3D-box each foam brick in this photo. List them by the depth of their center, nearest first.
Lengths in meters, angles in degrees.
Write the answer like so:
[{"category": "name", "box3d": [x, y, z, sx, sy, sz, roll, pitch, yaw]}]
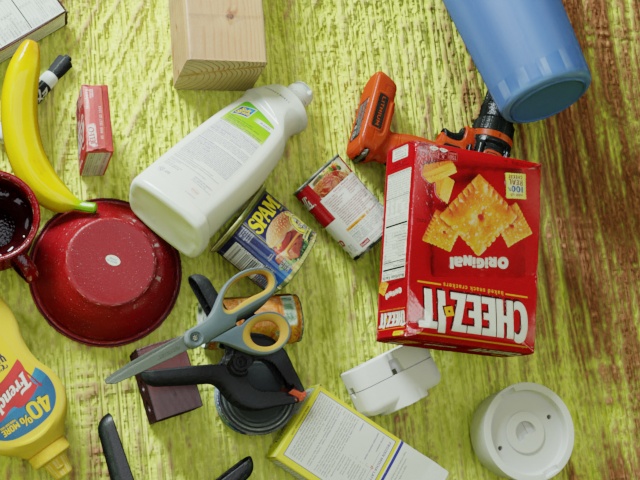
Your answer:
[{"category": "foam brick", "box3d": [-0.159, 0.143, 1.096, 0.051, 0.053, 0.078, -15, 82, -19]}]

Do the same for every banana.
[{"category": "banana", "box3d": [-0.293, -0.107, 1.102, 0.069, 0.037, 0.198, -21, 85, -10]}]

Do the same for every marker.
[{"category": "marker", "box3d": [-0.306, -0.153, 1.140, 0.020, 0.020, 0.121, 37, 70, -5]}]

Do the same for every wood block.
[{"category": "wood block", "box3d": [-0.119, -0.280, 1.186, 0.090, 0.090, 0.206, -1, 77, -18]}]

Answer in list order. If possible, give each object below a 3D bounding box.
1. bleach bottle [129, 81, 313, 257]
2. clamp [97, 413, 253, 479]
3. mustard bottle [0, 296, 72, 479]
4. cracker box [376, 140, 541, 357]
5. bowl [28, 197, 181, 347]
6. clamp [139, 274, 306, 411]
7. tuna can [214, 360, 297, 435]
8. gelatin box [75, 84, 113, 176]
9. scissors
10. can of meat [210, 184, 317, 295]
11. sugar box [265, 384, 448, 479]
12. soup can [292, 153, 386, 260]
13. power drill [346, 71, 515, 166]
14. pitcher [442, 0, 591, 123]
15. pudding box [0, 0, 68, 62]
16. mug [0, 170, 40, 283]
[{"category": "bleach bottle", "box3d": [-0.086, -0.093, 1.146, 0.102, 0.068, 0.250, 37, 54, 12]}, {"category": "clamp", "box3d": [-0.160, 0.290, 1.070, 0.164, 0.036, 0.210, 12, 76, -13]}, {"category": "mustard bottle", "box3d": [-0.306, 0.153, 1.048, 0.096, 0.058, 0.191, -35, 89, -19]}, {"category": "cracker box", "box3d": [0.152, 0.011, 1.150, 0.164, 0.072, 0.213, 9, 77, -23]}, {"category": "bowl", "box3d": [-0.219, 0.027, 1.104, 0.162, 0.055, 0.162, 4, 76, -16]}, {"category": "clamp", "box3d": [-0.096, 0.128, 1.076, 0.171, 0.039, 0.120, 39, 77, -14]}, {"category": "tuna can", "box3d": [-0.069, 0.163, 1.127, 0.086, 0.034, 0.086, 4, 77, -15]}, {"category": "gelatin box", "box3d": [-0.237, -0.114, 1.113, 0.030, 0.089, 0.073, -3, 78, -17]}, {"category": "scissors", "box3d": [-0.106, 0.106, 1.041, 0.201, 0.016, 0.096, -43, 100, -27]}, {"category": "can of meat", "box3d": [-0.057, 0.001, 1.139, 0.084, 0.058, 0.102, 41, 33, -7]}, {"category": "sugar box", "box3d": [0.040, 0.239, 1.136, 0.176, 0.048, 0.093, 36, 70, -9]}, {"category": "soup can", "box3d": [0.028, -0.037, 1.184, 0.068, 0.069, 0.102, -43, 92, -20]}, {"category": "power drill", "box3d": [0.135, -0.127, 1.241, 0.187, 0.057, 0.184, 20, 72, -11]}, {"category": "pitcher", "box3d": [0.223, -0.261, 1.240, 0.149, 0.145, 0.243, -14, 70, -15]}, {"category": "pudding box", "box3d": [-0.341, -0.246, 1.142, 0.113, 0.039, 0.090, -36, 90, -19]}, {"category": "mug", "box3d": [-0.321, -0.006, 1.067, 0.093, 0.082, 0.117, -40, 90, -20]}]
